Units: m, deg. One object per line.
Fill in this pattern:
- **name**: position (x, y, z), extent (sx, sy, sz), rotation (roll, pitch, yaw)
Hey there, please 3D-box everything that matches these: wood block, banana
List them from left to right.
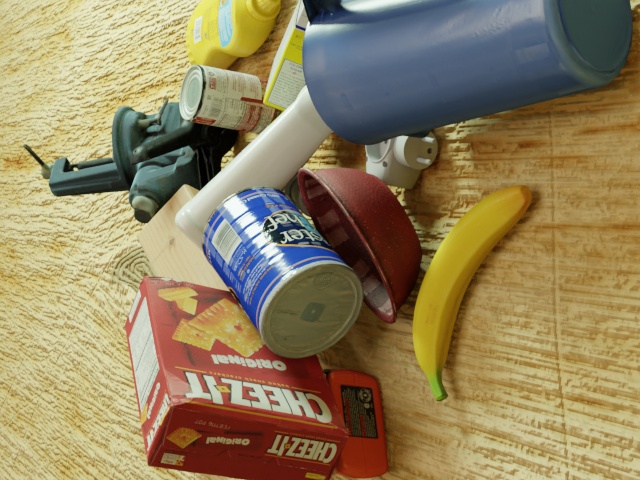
- **wood block**: position (-0.113, 0.045, 1.178), extent (0.091, 0.090, 0.206), rotation (-45, 49, 13)
- **banana**: position (0.118, 0.034, 0.890), extent (0.070, 0.037, 0.198), rotation (35, 116, 38)

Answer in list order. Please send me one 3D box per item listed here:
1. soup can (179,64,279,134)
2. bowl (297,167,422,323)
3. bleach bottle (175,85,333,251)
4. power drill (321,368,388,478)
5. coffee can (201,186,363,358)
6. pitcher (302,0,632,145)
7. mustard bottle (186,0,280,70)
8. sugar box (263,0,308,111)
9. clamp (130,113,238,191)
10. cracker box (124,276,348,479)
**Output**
- **soup can**: position (-0.106, -0.164, 1.249), extent (0.069, 0.102, 0.068), rotation (-20, 67, 57)
- **bowl**: position (0.044, -0.007, 0.958), extent (0.162, 0.055, 0.162), rotation (56, 169, 16)
- **bleach bottle**: position (-0.036, -0.093, 1.072), extent (0.251, 0.068, 0.102), rotation (-46, 6, 9)
- **power drill**: position (-0.007, 0.218, 1.036), extent (0.188, 0.057, 0.184), rotation (-42, 48, 49)
- **coffee can**: position (-0.038, 0.027, 0.995), extent (0.140, 0.102, 0.103), rotation (49, 125, 46)
- **pitcher**: position (0.103, -0.160, 0.821), extent (0.243, 0.148, 0.145), rotation (-5, 90, 48)
- **mustard bottle**: position (-0.102, -0.270, 1.311), extent (0.192, 0.058, 0.096), rotation (-13, 71, 59)
- **sugar box**: position (-0.007, -0.222, 1.096), extent (0.176, 0.048, 0.093), rotation (122, 165, -48)
- **clamp**: position (-0.149, -0.125, 1.286), extent (0.036, 0.164, 0.210), rotation (-7, 57, 33)
- **cracker box**: position (-0.082, 0.123, 0.971), extent (0.214, 0.164, 0.072), rotation (-117, 45, -58)
